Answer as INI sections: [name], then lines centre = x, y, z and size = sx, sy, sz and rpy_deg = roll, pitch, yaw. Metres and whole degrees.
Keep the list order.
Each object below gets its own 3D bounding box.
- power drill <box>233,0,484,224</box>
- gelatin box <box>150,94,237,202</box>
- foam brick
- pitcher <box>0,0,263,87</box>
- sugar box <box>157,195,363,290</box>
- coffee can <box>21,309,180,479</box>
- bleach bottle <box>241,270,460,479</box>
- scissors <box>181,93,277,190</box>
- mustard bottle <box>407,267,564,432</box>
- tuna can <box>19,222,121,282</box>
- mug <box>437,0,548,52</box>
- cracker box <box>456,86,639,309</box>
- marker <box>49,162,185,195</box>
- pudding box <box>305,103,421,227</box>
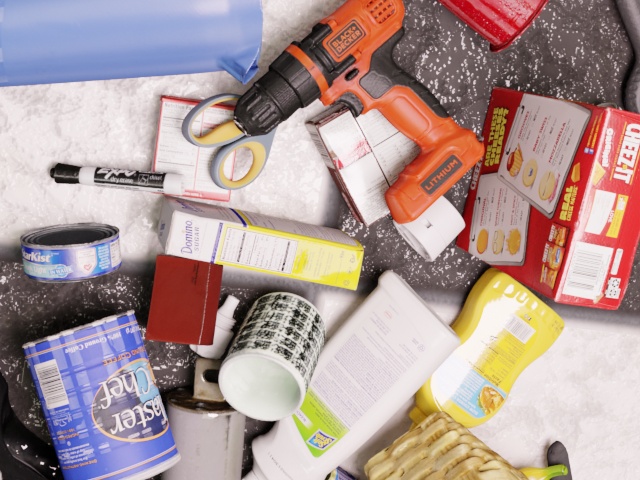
[power drill]
centre = 0.040, -0.107, 0.944
size = 0.184, 0.057, 0.187
rpy_deg = -42, 103, -6
[gelatin box]
centre = -0.114, -0.084, 0.968
size = 0.073, 0.030, 0.089
rpy_deg = 6, 100, -14
[foam brick]
centre = -0.122, 0.055, 0.967
size = 0.053, 0.051, 0.078
rpy_deg = 7, 85, 8
[pitcher]
centre = -0.172, -0.204, 0.887
size = 0.242, 0.149, 0.145
rpy_deg = -8, 118, -9
[sugar box]
centre = -0.056, 0.001, 0.968
size = 0.176, 0.093, 0.048
rpy_deg = 9, 99, -14
[coffee can]
centre = -0.193, 0.143, 0.941
size = 0.102, 0.103, 0.140
rpy_deg = -18, 89, -10
[bleach bottle]
centre = 0.014, 0.151, 1.026
size = 0.251, 0.068, 0.103
rpy_deg = -45, 71, 5
[scissors]
centre = -0.031, -0.108, 0.972
size = 0.201, 0.016, 0.096
rpy_deg = -18, 113, -27
[mustard bottle]
centre = 0.150, 0.128, 1.062
size = 0.096, 0.058, 0.191
rpy_deg = 38, 91, -18
[tuna can]
centre = -0.218, 0.010, 0.934
size = 0.086, 0.086, 0.034
rpy_deg = -5, 104, -13
[mug]
centre = 0.160, -0.242, 0.978
size = 0.081, 0.093, 0.117
rpy_deg = 35, 61, -13
[cracker box]
centre = 0.209, -0.045, 0.958
size = 0.072, 0.214, 0.164
rpy_deg = 10, 99, -17
[marker]
centre = -0.180, -0.055, 0.945
size = 0.121, 0.020, 0.020
rpy_deg = 5, 101, 6
[pudding box]
centre = 0.052, -0.083, 1.005
size = 0.090, 0.039, 0.113
rpy_deg = -31, 109, -8
